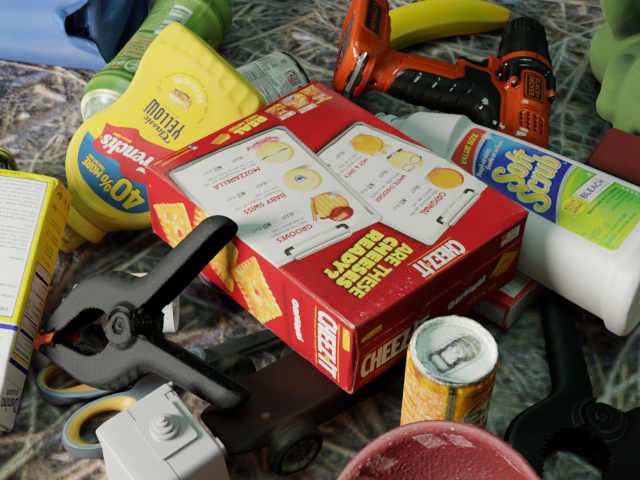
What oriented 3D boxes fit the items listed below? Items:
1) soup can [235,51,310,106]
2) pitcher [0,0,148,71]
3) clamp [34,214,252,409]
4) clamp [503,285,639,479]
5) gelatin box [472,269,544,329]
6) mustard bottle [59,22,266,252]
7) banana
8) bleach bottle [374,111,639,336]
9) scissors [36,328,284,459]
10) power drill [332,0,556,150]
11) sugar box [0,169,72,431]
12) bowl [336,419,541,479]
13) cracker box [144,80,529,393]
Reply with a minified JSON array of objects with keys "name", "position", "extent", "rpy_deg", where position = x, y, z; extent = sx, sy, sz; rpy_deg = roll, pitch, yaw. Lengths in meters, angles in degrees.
[{"name":"soup can","position":[-0.063,-0.109,0.892],"extent":[0.102,0.068,0.069],"rpy_deg":[-29,53,-24]},{"name":"pitcher","position":[-0.284,-0.229,0.978],"extent":[0.243,0.149,0.145],"rpy_deg":[6,76,11]},{"name":"clamp","position":[-0.115,0.045,0.696],"extent":[0.172,0.039,0.120],"rpy_deg":[-1,77,29]},{"name":"clamp","position":[0.189,0.123,0.689],"extent":[0.165,0.036,0.209],"rpy_deg":[21,50,19]},{"name":"gelatin box","position":[0.134,0.016,0.796],"extent":[0.073,0.030,0.089],"rpy_deg":[32,53,28]},{"name":"mustard bottle","position":[-0.137,-0.066,0.816],"extent":[0.096,0.058,0.192],"rpy_deg":[42,96,0]},{"name":"banana","position":[0.084,-0.188,0.988],"extent":[0.197,0.037,0.070],"rpy_deg":[-29,70,-22]},{"name":"bleach bottle","position":[0.134,-0.030,0.777],"extent":[0.251,0.068,0.102],"rpy_deg":[29,51,29]},{"name":"scissors","position":[-0.094,0.100,0.730],"extent":[0.201,0.016,0.096],"rpy_deg":[-6,46,-3]},{"name":"power drill","position":[0.110,-0.153,0.904],"extent":[0.187,0.057,0.184],"rpy_deg":[18,45,-7]},{"name":"sugar box","position":[-0.239,0.037,0.735],"extent":[0.093,0.048,0.176],"rpy_deg":[8,72,8]},{"name":"bowl","position":[0.074,0.183,0.591],"extent":[0.162,0.055,0.162],"rpy_deg":[-14,67,35]},{"name":"cracker box","position":[0.007,-0.012,0.740],"extent":[0.164,0.072,0.214],"rpy_deg":[-31,51,-30]}]
